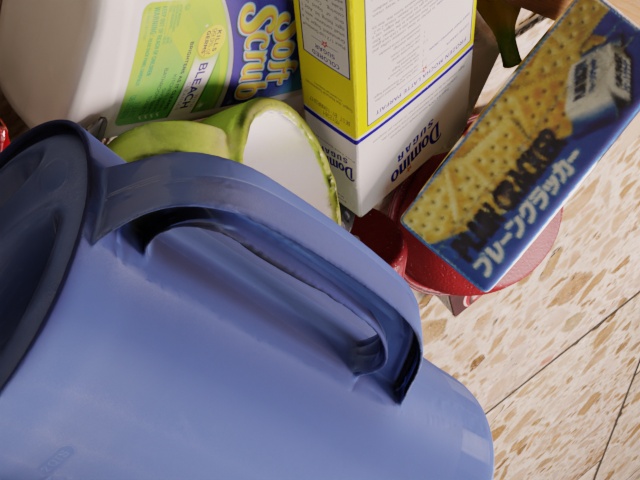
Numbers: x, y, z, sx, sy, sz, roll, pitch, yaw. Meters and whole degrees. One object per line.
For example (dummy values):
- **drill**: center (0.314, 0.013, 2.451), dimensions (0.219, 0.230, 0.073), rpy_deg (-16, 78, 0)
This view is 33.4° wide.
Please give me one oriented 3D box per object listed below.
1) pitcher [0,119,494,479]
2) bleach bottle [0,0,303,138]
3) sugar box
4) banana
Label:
- **pitcher**: center (-0.033, 0.060, 0.432), dimensions (0.242, 0.149, 0.145), rpy_deg (31, 85, -34)
- **bleach bottle**: center (-0.030, -0.114, 0.527), dimensions (0.250, 0.068, 0.103), rpy_deg (-18, 145, -43)
- **sugar box**: center (0.034, -0.099, 0.525), dimensions (0.093, 0.048, 0.176), rpy_deg (-40, 154, -23)
- **banana**: center (0.072, -0.166, 0.588), dimensions (0.037, 0.069, 0.197), rpy_deg (-21, 153, 29)
